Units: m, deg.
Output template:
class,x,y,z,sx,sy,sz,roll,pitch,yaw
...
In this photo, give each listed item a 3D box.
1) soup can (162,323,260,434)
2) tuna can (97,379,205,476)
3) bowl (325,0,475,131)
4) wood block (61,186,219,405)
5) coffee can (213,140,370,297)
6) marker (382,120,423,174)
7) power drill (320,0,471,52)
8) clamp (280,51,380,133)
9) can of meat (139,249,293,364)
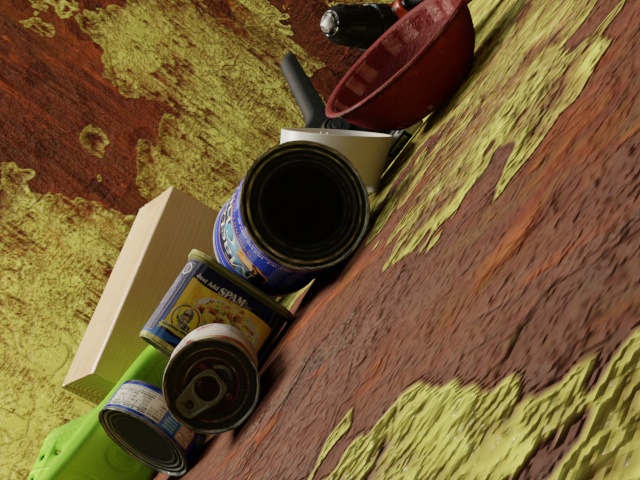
class,x,y,z,sx,sy,sz,roll,pitch,yaw
soup can,-0.079,0.099,0.790,0.068,0.068,0.102,-54,4,-1
tuna can,-0.137,0.153,0.874,0.033,0.086,0.086,-55,4,-33
bowl,0.080,-0.147,0.927,0.162,0.055,0.162,-41,17,15
wood block,-0.162,0.064,1.052,0.090,0.090,0.206,-26,39,54
coffee can,-0.028,-0.014,0.875,0.102,0.103,0.140,-56,5,-17
marker,0.052,-0.068,0.987,0.121,0.020,0.020,-53,5,18
power drill,0.109,-0.251,1.041,0.184,0.057,0.188,-6,-28,-43
clamp,0.010,-0.109,1.066,0.036,0.165,0.209,78,-150,-54
can of meat,-0.088,0.071,0.890,0.084,0.102,0.057,-58,6,-16
